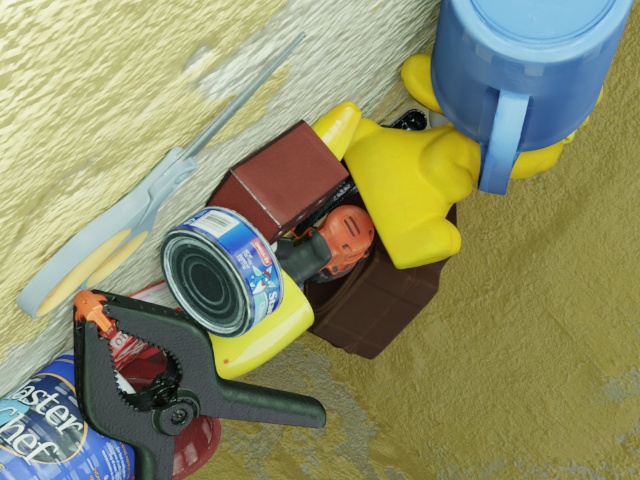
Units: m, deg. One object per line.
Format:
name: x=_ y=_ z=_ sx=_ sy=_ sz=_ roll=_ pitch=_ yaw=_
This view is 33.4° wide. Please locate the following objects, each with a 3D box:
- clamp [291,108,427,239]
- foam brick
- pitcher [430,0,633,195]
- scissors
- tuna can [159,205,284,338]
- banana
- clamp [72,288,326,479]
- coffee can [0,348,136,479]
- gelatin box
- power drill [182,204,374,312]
clamp: x=0.033 y=-0.066 z=1.027 sx=0.172 sy=0.039 sz=0.120 roll=-38 pitch=174 yaw=33
foam brick: x=-0.029 y=-0.034 z=0.724 sx=0.078 sy=0.051 sz=0.053 roll=-39 pitch=174 yaw=-37
pitcher: x=0.137 y=-0.133 z=0.714 sx=0.145 sy=0.149 sz=0.242 roll=-32 pitch=172 yaw=4
scissors: x=-0.079 y=-0.031 z=0.568 sx=0.202 sy=0.016 sz=0.096 roll=-43 pitch=177 yaw=0
tuna can: x=-0.067 y=0.022 z=0.713 sx=0.033 sy=0.086 sz=0.086 roll=-37 pitch=172 yaw=-39
banana: x=-0.022 y=-0.043 z=0.835 sx=0.069 sy=0.037 sz=0.198 roll=-61 pitch=-175 yaw=-27
clamp: x=-0.104 y=0.117 z=0.701 sx=0.164 sy=0.209 sz=0.036 roll=-45 pitch=-143 yaw=-8
coffee can: x=-0.196 y=0.154 z=0.726 sx=0.140 sy=0.103 sz=0.103 roll=-39 pitch=174 yaw=-39
gelatin box: x=-0.146 y=0.070 z=0.818 sx=0.073 sy=0.030 sz=0.089 roll=-45 pitch=175 yaw=18
power drill: x=-0.044 y=0.038 z=1.013 sx=0.187 sy=0.057 sz=0.184 roll=-30 pitch=172 yaw=-15
